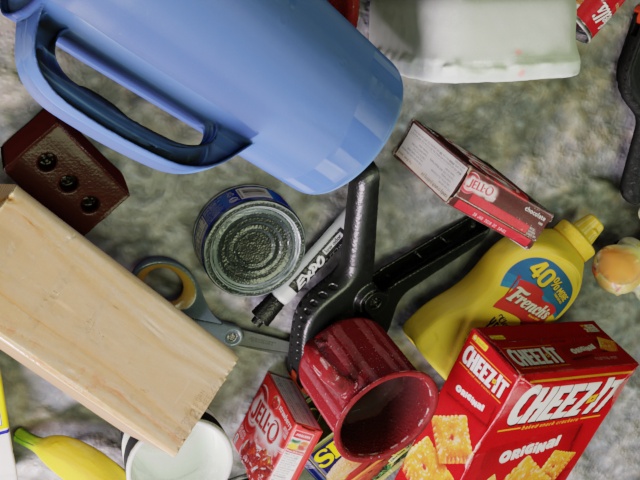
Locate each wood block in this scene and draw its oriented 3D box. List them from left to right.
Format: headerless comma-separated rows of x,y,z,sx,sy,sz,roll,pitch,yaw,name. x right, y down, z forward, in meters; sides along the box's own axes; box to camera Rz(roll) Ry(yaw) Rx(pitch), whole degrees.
-0.172,0.057,0.757,0.206,0.091,0.090,42,72,-27,wood block

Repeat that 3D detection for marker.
-0.013,0.024,0.870,0.121,0.020,0.020,-47,120,-1,marker

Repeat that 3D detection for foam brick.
-0.183,-0.049,0.763,0.053,0.051,0.078,-41,120,2,foam brick

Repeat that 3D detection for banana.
-0.166,0.214,0.885,0.037,0.070,0.197,-51,121,-20,banana

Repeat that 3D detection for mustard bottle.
0.169,0.046,0.931,0.191,0.058,0.096,-42,122,1,mustard bottle

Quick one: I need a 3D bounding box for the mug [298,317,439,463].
0.027,0.111,0.844,0.093,0.082,0.117,-49,134,10,mug

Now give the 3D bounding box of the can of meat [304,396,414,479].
0.027,0.172,0.939,0.102,0.057,0.084,-37,123,-1,can of meat

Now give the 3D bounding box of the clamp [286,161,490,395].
0.046,0.040,0.887,0.164,0.036,0.210,14,113,-39,clamp

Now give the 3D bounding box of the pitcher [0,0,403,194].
-0.067,-0.121,0.661,0.242,0.145,0.149,34,106,-32,pitcher

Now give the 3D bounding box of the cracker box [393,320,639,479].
0.164,0.177,0.940,0.163,0.072,0.214,0,124,-40,cracker box

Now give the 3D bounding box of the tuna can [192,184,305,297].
-0.056,0.001,0.843,0.086,0.034,0.086,-8,116,-17,tuna can

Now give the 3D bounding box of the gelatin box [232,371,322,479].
-0.038,0.163,0.891,0.030,0.089,0.073,21,105,-26,gelatin box

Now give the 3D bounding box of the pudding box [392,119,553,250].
0.118,-0.045,0.839,0.090,0.114,0.039,28,101,-29,pudding box

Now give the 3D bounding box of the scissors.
-0.079,0.059,0.872,0.201,0.016,0.096,0,108,-26,scissors
